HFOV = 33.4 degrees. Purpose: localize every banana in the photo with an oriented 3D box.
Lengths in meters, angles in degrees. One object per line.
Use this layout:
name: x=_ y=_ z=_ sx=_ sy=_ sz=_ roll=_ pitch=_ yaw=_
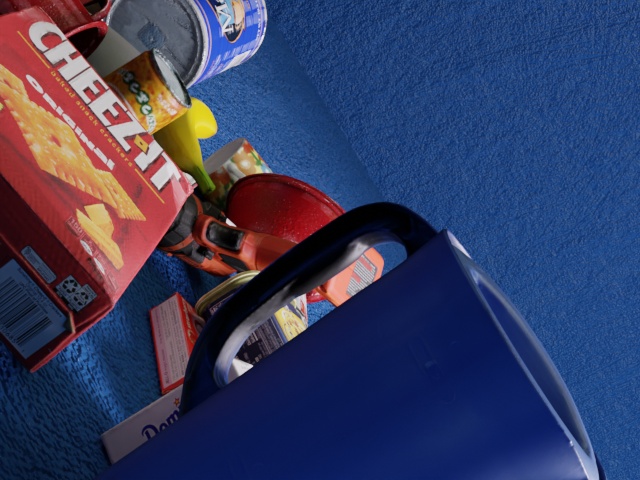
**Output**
banana: x=-0.120 y=-0.096 z=0.950 sx=0.198 sy=0.037 sz=0.069 roll=-98 pitch=162 yaw=-68

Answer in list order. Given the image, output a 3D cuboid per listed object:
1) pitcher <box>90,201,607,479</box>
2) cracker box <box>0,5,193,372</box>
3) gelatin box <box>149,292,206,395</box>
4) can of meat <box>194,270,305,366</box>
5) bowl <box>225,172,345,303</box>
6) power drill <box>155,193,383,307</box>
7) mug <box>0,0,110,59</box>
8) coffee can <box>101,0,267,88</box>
pitcher: x=-0.008 y=0.102 z=0.490 sx=0.145 sy=0.243 sz=0.149 roll=55 pitch=10 yaw=-17
cracker box: x=-0.165 y=-0.044 z=0.621 sx=0.164 sy=0.072 sz=0.213 roll=51 pitch=16 yaw=-12
gelatin box: x=-0.087 y=0.092 z=0.770 sx=0.073 sy=0.030 sz=0.089 roll=50 pitch=12 yaw=-39
can of meat: x=-0.038 y=0.081 z=0.787 sx=0.084 sy=0.057 sz=0.102 roll=61 pitch=8 yaw=27
bowl: x=-0.035 y=0.011 z=1.052 sx=0.162 sy=0.162 sz=0.055 roll=53 pitch=49 yaw=-25
power drill: x=-0.056 y=0.001 z=0.844 sx=0.188 sy=0.057 sz=0.184 roll=16 pitch=-9 yaw=25
mug: x=-0.205 y=-0.164 z=0.764 sx=0.081 sy=0.117 sz=0.093 roll=53 pitch=-29 yaw=-1
coffee can: x=-0.121 y=-0.194 z=0.964 sx=0.103 sy=0.103 sz=0.140 roll=57 pitch=27 yaw=-6
